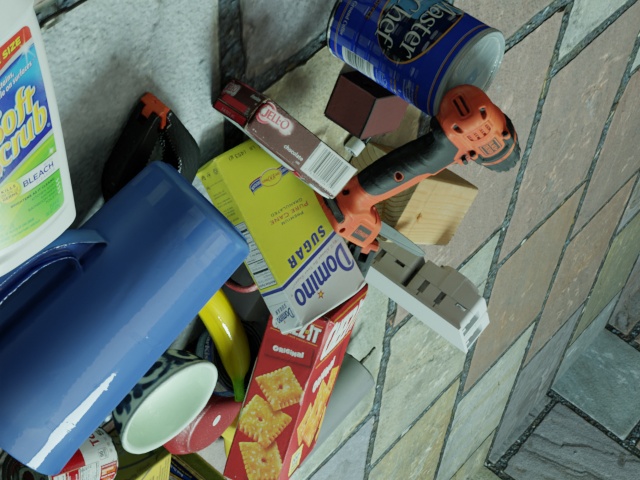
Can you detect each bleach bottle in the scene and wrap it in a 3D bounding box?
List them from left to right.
[{"bbox_3d":[-0.219,-0.090,0.677,0.102,0.068,0.251,-39,151,-32],"label":"bleach bottle"}]

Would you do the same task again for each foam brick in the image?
[{"bbox_3d":[0.052,-0.146,1.129,0.078,0.053,0.051,-22,141,-53],"label":"foam brick"}]

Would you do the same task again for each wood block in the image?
[{"bbox_3d":[0.107,-0.054,1.313,0.091,0.090,0.205,-61,156,12],"label":"wood block"}]

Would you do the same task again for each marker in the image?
[{"bbox_3d":[0.071,-0.146,1.209,0.121,0.020,0.020,-50,157,-8],"label":"marker"}]

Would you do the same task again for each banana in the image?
[{"bbox_3d":[-0.109,0.079,1.106,0.037,0.069,0.197,-21,128,4],"label":"banana"}]

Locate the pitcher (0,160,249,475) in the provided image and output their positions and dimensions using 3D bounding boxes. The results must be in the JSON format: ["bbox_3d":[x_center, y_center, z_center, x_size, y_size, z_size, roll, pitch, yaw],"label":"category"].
[{"bbox_3d":[-0.178,0.051,0.834,0.243,0.145,0.149,-46,-173,-4],"label":"pitcher"}]

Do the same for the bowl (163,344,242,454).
[{"bbox_3d":[-0.140,0.192,1.235,0.162,0.055,0.162,-42,155,-25],"label":"bowl"}]

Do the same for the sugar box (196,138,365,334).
[{"bbox_3d":[-0.035,-0.011,1.005,0.093,0.176,0.048,-32,-176,-36],"label":"sugar box"}]

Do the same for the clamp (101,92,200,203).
[{"bbox_3d":[-0.140,-0.035,0.928,0.164,0.036,0.210,-22,140,-41],"label":"clamp"}]

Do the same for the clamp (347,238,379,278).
[{"bbox_3d":[0.037,0.031,1.290,0.172,0.039,0.120,119,-18,-52],"label":"clamp"}]

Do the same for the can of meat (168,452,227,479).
[{"bbox_3d":[-0.165,0.307,1.290,0.084,0.102,0.057,-59,156,7],"label":"can of meat"}]

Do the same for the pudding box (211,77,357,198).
[{"bbox_3d":[-0.033,-0.091,0.936,0.113,0.090,0.039,39,91,-31],"label":"pudding box"}]

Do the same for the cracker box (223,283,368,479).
[{"bbox_3d":[-0.024,0.150,1.176,0.164,0.072,0.214,-36,145,-70],"label":"cracker box"}]

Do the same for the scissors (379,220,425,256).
[{"bbox_3d":[0.028,-0.019,1.179,0.096,0.016,0.201,-38,122,5],"label":"scissors"}]

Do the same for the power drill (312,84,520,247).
[{"bbox_3d":[0.097,-0.066,1.010,0.188,0.057,0.184,-33,158,13],"label":"power drill"}]

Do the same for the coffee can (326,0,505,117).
[{"bbox_3d":[0.091,-0.189,1.029,0.102,0.140,0.103,-42,154,-26],"label":"coffee can"}]

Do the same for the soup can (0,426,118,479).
[{"bbox_3d":[-0.254,0.222,1.039,0.102,0.069,0.068,-7,129,-61],"label":"soup can"}]

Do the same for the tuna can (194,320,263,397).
[{"bbox_3d":[-0.099,0.131,1.191,0.034,0.086,0.085,-15,-174,40],"label":"tuna can"}]
